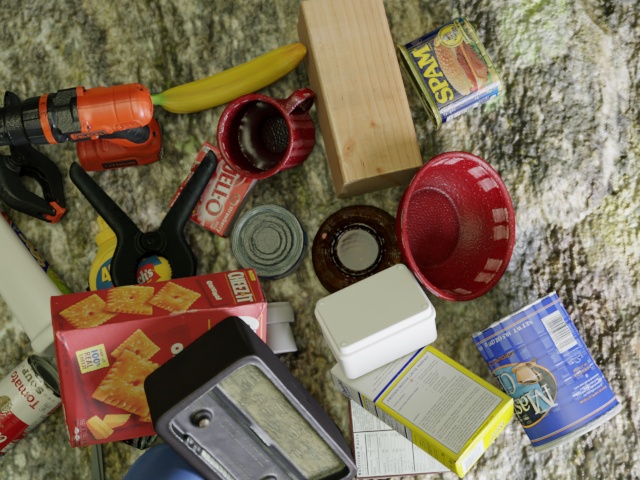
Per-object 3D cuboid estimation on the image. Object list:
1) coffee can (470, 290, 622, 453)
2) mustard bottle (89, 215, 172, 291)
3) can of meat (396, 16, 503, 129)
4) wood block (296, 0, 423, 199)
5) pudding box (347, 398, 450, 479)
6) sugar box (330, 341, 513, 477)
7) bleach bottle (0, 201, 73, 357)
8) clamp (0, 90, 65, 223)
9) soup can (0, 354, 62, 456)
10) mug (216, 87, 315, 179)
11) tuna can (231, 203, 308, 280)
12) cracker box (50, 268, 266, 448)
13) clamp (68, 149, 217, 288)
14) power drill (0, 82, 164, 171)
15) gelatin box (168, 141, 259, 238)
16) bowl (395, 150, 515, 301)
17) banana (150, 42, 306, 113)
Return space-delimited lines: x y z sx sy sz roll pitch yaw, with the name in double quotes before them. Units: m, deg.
"coffee can" 0.237 0.138 1.127 0.103 0.102 0.140 -29 81 3
"mustard bottle" -0.208 0.056 1.214 0.096 0.058 0.192 -26 81 -2
"can of meat" 0.145 -0.190 1.198 0.084 0.057 0.102 -27 82 1
"wood block" 0.041 -0.162 1.183 0.090 0.091 0.206 -13 82 -7
"pudding box" 0.090 0.213 1.170 0.113 0.039 0.090 -5 83 8
"sugar box" 0.106 0.162 1.130 0.176 0.048 0.093 32 65 33
"bleach bottle" -0.356 0.016 1.214 0.068 0.102 0.251 -38 80 -3
"clamp" -0.366 -0.088 1.236 0.120 0.039 0.171 -29 79 -32
"soup can" -0.345 0.187 1.212 0.102 0.068 0.068 -41 81 0
"mug" -0.049 -0.126 1.187 0.093 0.081 0.117 47 112 11
"tuna can" -0.058 0.001 1.213 0.086 0.033 0.086 -1 84 7
"cracker box" -0.166 0.125 1.119 0.213 0.072 0.164 -7 126 -14
"clamp" -0.178 -0.003 1.181 0.164 0.036 0.210 -13 79 -7
"power drill" -0.259 -0.120 1.174 0.184 0.187 0.057 -7 84 5
"gelatin box" -0.121 -0.058 1.229 0.073 0.030 0.089 29 88 9
"bowl" 0.135 -0.015 1.157 0.161 0.055 0.162 1 88 -33
"banana" -0.101 -0.180 1.216 0.198 0.069 0.037 -18 94 13
